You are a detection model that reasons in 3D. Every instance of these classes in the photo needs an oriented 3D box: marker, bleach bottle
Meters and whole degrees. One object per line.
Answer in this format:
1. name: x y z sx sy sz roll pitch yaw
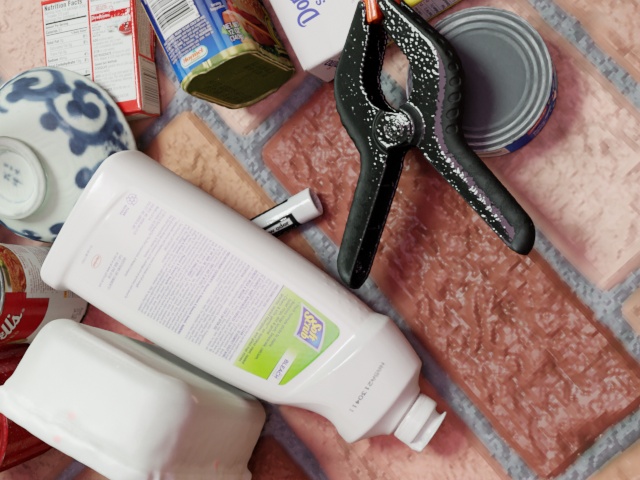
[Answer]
1. marker: -0.055 0.001 0.689 0.121 0.020 0.020 -27 78 17
2. bleach bottle: -0.041 0.051 0.647 0.251 0.068 0.103 34 104 8

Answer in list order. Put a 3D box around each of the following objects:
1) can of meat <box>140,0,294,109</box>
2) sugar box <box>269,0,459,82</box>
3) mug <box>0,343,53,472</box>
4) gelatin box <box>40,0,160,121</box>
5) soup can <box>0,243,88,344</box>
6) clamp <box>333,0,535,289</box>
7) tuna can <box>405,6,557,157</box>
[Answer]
1. can of meat: -0.065 -0.133 0.658 0.057 0.102 0.084 -28 80 17
2. sugar box: 0.051 -0.181 0.648 0.176 0.048 0.093 -29 76 20
3. mug: -0.231 0.110 0.709 0.117 0.081 0.093 10 97 21
4. gelatin box: -0.149 -0.124 0.725 0.073 0.030 0.089 -6 85 21
5. soup can: -0.205 0.034 0.697 0.069 0.102 0.068 -1 86 19
6. clamp: 0.043 -0.055 0.614 0.120 0.039 0.171 -22 81 23
7. tuna can: 0.096 -0.092 0.632 0.086 0.033 0.086 -1 86 20
